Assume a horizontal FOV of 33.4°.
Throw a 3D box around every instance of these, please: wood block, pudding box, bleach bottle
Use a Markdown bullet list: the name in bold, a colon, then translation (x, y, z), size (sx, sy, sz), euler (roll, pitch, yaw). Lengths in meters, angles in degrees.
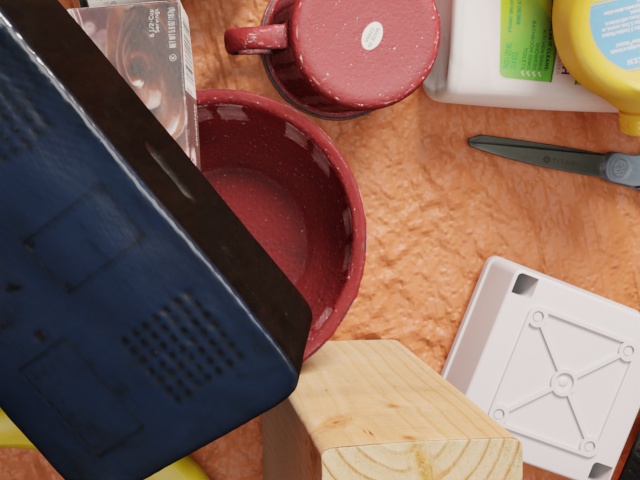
- **wood block**: translation (0.026, 0.117, 0.554), size (0.090, 0.206, 0.091), euler (-2, 96, -11)
- **pudding box**: translation (-0.110, -0.062, 0.550), size (0.090, 0.039, 0.113), euler (-4, 86, 4)
- **bleach bottle**: translation (0.188, -0.127, 0.628), size (0.250, 0.068, 0.102), euler (-1, 100, -12)

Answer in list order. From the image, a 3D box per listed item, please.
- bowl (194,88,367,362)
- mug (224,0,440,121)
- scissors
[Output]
- **bowl**: translation (-0.054, 0.001, 0.590), size (0.162, 0.055, 0.162), euler (0, 87, 4)
- **mug**: translation (0.006, -0.112, 0.586), size (0.117, 0.081, 0.093), euler (-1, 97, -10)
- **scissors**: translation (0.197, -0.060, 0.660), size (0.201, 0.016, 0.096), euler (25, 90, -12)
